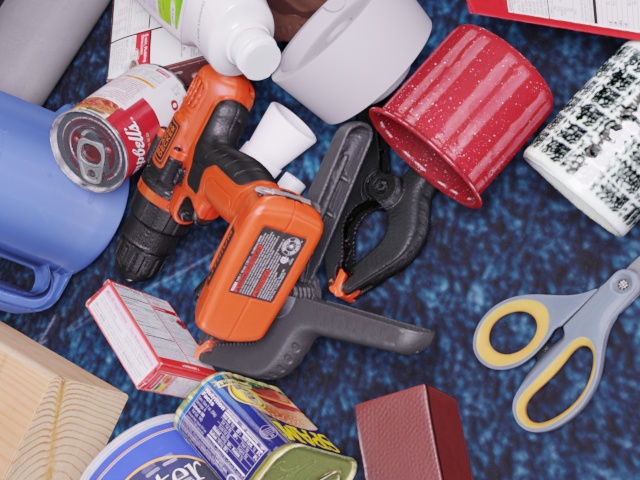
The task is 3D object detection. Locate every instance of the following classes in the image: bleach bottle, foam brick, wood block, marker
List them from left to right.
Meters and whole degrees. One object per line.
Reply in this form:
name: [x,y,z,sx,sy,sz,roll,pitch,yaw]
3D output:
wood block: [-0.268,0.116,0.851,0.206,0.090,0.091,22,85,33]
bleach bottle: [-0.098,-0.190,0.789,0.068,0.103,0.251,-18,48,-23]
marker: [-0.055,0.001,0.805,0.020,0.020,0.121,43,98,33]
foam brick: [0.060,0.138,0.676,0.053,0.051,0.078,-19,66,25]

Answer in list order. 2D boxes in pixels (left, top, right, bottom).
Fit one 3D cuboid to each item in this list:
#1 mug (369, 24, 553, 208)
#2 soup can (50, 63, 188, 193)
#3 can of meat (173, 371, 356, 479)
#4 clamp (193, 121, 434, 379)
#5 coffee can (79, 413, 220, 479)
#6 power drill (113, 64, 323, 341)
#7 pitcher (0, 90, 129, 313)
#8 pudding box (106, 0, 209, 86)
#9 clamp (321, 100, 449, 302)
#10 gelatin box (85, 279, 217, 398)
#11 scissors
mug: [0.087,-0.084,0.684,0.081,0.093,0.117,-48,28,-4]
soup can: [-0.153,-0.090,0.832,0.069,0.102,0.068,13,124,20]
can of meat: [-0.037,0.136,0.704,0.084,0.102,0.057,40,96,35]
clamp: [-0.012,0.043,0.721,0.210,0.036,0.164,-43,52,33]
coffee can: [-0.085,0.200,0.710,0.103,0.102,0.140,-51,58,7]
power drill: [-0.081,-0.012,0.749,0.185,0.057,0.188,-62,37,20]
pitcher: [-0.275,-0.053,0.816,0.145,0.242,0.149,-51,52,12]
pudding box: [-0.122,-0.174,0.888,0.114,0.039,0.090,-8,69,25]
clamp: [0.043,-0.043,0.751,0.120,0.039,0.171,33,88,34]
gelatin box: [-0.125,0.075,0.790,0.030,0.073,0.089,-46,58,10]
scissors: [0.170,0.026,0.669,0.096,0.016,0.202,33,92,33]
